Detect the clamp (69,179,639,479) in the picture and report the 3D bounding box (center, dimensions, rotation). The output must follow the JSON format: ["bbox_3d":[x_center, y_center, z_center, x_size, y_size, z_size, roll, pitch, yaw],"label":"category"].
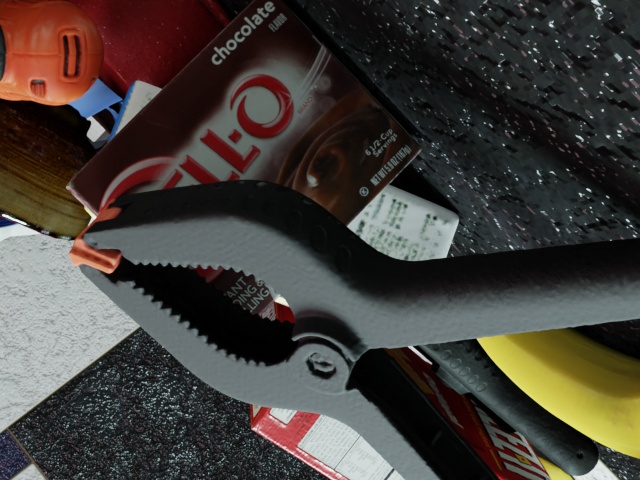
[{"bbox_3d":[0.010,0.041,0.380,0.210,0.036,0.165,16,130,14],"label":"clamp"}]

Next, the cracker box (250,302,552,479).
[{"bbox_3d":[0.055,0.123,0.729,0.213,0.072,0.164,34,-170,-12],"label":"cracker box"}]

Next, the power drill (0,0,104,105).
[{"bbox_3d":[-0.218,-0.090,0.472,0.185,0.187,0.057,14,109,43],"label":"power drill"}]

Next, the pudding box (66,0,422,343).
[{"bbox_3d":[-0.031,-0.030,0.430,0.090,0.113,0.039,45,175,-12],"label":"pudding box"}]

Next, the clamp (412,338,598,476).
[{"bbox_3d":[0.092,0.079,0.674,0.171,0.039,0.120,43,169,-2],"label":"clamp"}]

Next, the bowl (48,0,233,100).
[{"bbox_3d":[-0.105,-0.117,0.554,0.162,0.055,0.162,42,172,7],"label":"bowl"}]
